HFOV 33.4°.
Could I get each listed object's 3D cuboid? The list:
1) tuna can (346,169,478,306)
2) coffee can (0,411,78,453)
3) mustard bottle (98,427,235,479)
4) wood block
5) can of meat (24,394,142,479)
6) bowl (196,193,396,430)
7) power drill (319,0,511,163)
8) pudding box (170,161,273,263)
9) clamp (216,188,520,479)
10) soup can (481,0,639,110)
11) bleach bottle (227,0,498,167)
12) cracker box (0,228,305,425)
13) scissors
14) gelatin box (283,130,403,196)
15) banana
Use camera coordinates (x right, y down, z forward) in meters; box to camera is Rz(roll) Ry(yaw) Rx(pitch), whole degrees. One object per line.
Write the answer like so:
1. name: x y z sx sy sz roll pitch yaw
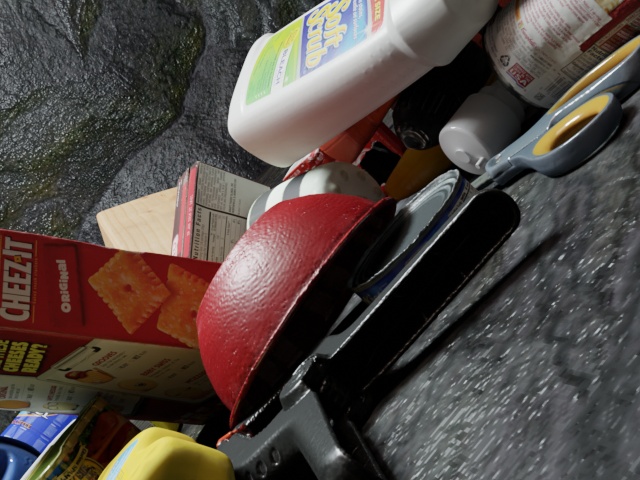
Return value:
1. tuna can: 0.055 0.005 0.569 0.086 0.033 0.086 -47 8 8
2. coffee can: -0.250 0.189 1.076 0.140 0.103 0.103 -52 9 -29
3. mustard bottle: -0.088 0.145 0.545 0.192 0.058 0.096 157 130 -74
4. wood block: -0.130 0.026 0.941 0.090 0.091 0.206 -19 21 -14
5. can of meat: -0.138 0.158 0.681 0.057 0.084 0.102 -45 8 22
6. bowl: -0.023 0.029 0.618 0.162 0.055 0.162 -53 -11 -15
7. power drill: 0.064 -0.117 0.770 0.188 0.057 0.184 -22 32 56
8. pudding box: -0.055 0.001 0.801 0.039 0.113 0.090 -39 41 49
9. clamp: 0.010 0.065 0.500 0.164 0.036 0.210 -54 7 -31
10. soup can: 0.146 -0.126 0.589 0.102 0.068 0.068 -41 10 46
11. bleach bottle: 0.033 -0.131 0.682 0.251 0.068 0.102 -25 41 53
12. cracker box: -0.142 0.064 0.715 0.164 0.213 0.072 -38 48 51
13. scissors: 0.102 -0.036 0.579 0.202 0.016 0.096 -43 9 35
14. gelatin box: 0.024 -0.058 0.911 0.089 0.073 0.030 -42 10 33
15. banana: 0.110 -0.105 0.790 0.070 0.037 0.197 -33 21 53
